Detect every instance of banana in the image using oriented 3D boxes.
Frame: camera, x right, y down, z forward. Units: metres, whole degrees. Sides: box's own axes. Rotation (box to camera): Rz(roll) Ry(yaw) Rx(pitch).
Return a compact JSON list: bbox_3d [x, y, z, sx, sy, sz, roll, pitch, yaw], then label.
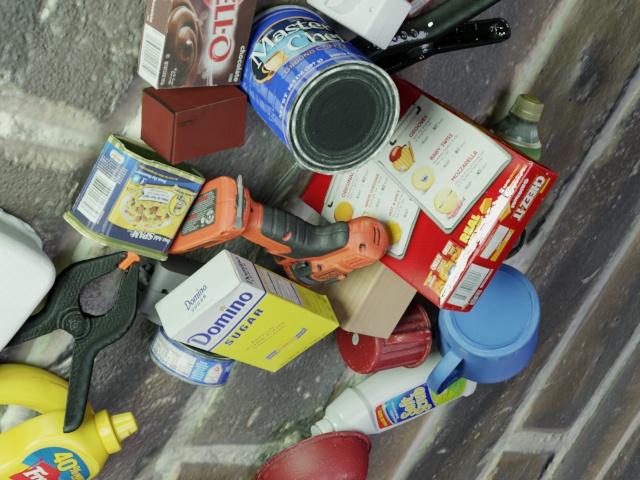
[{"bbox_3d":[-0.265,0.156,1.012,0.070,0.037,0.197,-36,144,13],"label":"banana"}]

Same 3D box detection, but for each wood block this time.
[{"bbox_3d":[0.074,-0.004,1.182,0.090,0.090,0.206,16,108,-51],"label":"wood block"}]

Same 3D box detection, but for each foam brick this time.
[{"bbox_3d":[-0.110,-0.108,0.935,0.078,0.051,0.053,-19,131,-36],"label":"foam brick"}]

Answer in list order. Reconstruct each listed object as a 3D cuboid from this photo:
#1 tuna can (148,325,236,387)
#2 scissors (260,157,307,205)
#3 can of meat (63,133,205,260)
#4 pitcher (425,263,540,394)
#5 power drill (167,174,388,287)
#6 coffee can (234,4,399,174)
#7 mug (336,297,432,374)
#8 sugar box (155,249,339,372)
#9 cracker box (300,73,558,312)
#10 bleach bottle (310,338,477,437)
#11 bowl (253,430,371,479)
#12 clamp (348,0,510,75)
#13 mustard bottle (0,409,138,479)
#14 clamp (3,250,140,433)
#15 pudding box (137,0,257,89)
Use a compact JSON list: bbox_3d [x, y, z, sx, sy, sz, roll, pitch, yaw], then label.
[{"bbox_3d":[-0.127,0.111,1.073,0.085,0.086,0.034,9,112,-49],"label":"tuna can"},{"bbox_3d":[0.002,-0.089,1.066,0.096,0.016,0.202,-12,145,-47],"label":"scissors"},{"bbox_3d":[-0.161,-0.038,0.938,0.101,0.058,0.084,18,104,-52],"label":"can of meat"},{"bbox_3d":[0.195,0.106,1.285,0.242,0.145,0.149,56,33,-76],"label":"pitcher"},{"bbox_3d":[-0.057,0.001,1.031,0.187,0.057,0.185,16,153,-39],"label":"power drill"},{"bbox_3d":[-0.008,-0.133,0.927,0.102,0.140,0.103,-13,125,-20],"label":"coffee can"},{"bbox_3d":[0.081,0.115,1.274,0.081,0.117,0.093,-7,94,-37],"label":"mug"},{"bbox_3d":[-0.067,0.073,1.031,0.093,0.048,0.176,-38,150,17],"label":"sugar box"},{"bbox_3d":[0.104,-0.053,1.068,0.072,0.214,0.164,15,110,-52],"label":"cracker box"},{"bbox_3d":[0.097,0.208,1.408,0.250,0.068,0.103,-24,138,-27],"label":"bleach bottle"},{"bbox_3d":[-0.001,0.306,1.347,0.162,0.055,0.162,-16,145,-12],"label":"bowl"},{"bbox_3d":[0.098,-0.193,1.033,0.210,0.036,0.164,-22,170,10],"label":"clamp"},{"bbox_3d":[-0.262,0.204,0.991,0.191,0.058,0.096,-22,138,-8],"label":"mustard bottle"},{"bbox_3d":[-0.227,0.072,0.944,0.120,0.039,0.171,32,85,-16],"label":"clamp"},{"bbox_3d":[-0.100,-0.185,0.890,0.089,0.039,0.114,-10,127,-41],"label":"pudding box"}]
